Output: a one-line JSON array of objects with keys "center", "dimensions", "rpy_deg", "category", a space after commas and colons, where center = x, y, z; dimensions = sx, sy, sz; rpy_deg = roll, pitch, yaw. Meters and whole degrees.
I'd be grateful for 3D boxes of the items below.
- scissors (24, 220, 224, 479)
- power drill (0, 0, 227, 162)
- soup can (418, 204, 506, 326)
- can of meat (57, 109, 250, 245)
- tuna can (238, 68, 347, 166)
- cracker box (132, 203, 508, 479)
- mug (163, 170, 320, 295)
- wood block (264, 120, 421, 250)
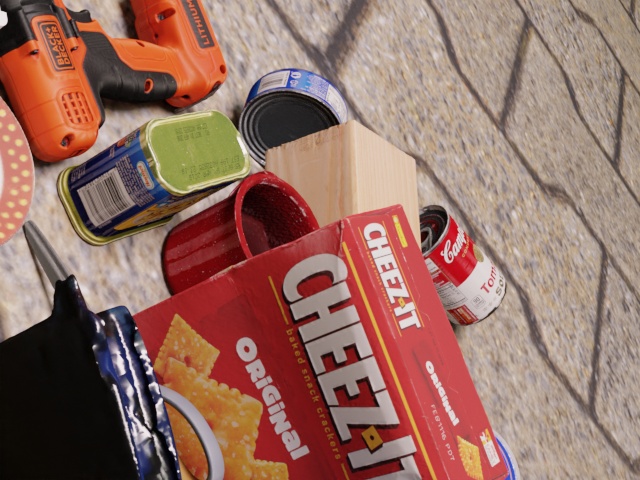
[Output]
[{"center": [-0.135, 0.086, 0.639], "dimensions": [0.202, 0.096, 0.016], "rpy_deg": [42, 25, 23], "category": "scissors"}, {"center": [-0.158, -0.152, 0.738], "dimensions": [0.187, 0.057, 0.184], "rpy_deg": [-20, 90, -54], "category": "power drill"}, {"center": [0.119, 0.025, 0.995], "dimensions": [0.102, 0.069, 0.068], "rpy_deg": [45, 38, -29], "category": "soup can"}, {"center": [-0.108, -0.044, 0.711], "dimensions": [0.101, 0.084, 0.057], "rpy_deg": [-23, 89, -56], "category": "can of meat"}, {"center": [-0.021, -0.096, 0.862], "dimensions": [0.086, 0.086, 0.033], "rpy_deg": [44, 37, -28], "category": "tuna can"}, {"center": [-0.023, 0.094, 0.621], "dimensions": [0.072, 0.214, 0.164], "rpy_deg": [-15, 82, -56], "category": "cracker box"}, {"center": [-0.055, 0.001, 0.757], "dimensions": [0.093, 0.082, 0.117], "rpy_deg": [35, 44, -37], "category": "mug"}, {"center": [0.018, 0.028, 0.806], "dimensions": [0.090, 0.090, 0.206], "rpy_deg": [26, 55, -49], "category": "wood block"}]
